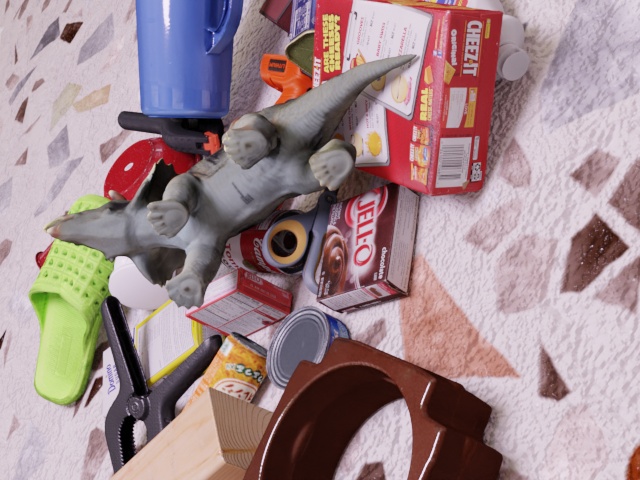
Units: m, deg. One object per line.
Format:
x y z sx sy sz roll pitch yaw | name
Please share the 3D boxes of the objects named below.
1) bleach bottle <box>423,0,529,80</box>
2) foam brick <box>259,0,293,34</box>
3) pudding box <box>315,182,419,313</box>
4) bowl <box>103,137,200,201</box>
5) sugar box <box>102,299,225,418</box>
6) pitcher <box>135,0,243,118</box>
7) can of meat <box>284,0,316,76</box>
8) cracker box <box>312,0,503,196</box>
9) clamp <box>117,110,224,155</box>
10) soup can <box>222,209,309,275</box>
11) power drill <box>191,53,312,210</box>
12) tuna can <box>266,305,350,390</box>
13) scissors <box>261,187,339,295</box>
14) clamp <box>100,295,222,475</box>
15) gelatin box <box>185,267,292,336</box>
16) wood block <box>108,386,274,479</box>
0.134 -0.230 1.059 0.103 0.068 0.251 -53 38 14 | bleach bottle
-0.022 -0.265 1.261 0.051 0.078 0.053 -55 38 6 | foam brick
0.046 0.007 1.022 0.090 0.039 0.113 -20 52 42 | pudding box
-0.232 -0.079 1.390 0.162 0.055 0.162 -29 40 27 | bowl
-0.180 0.129 1.210 0.176 0.048 0.093 -38 43 33 | sugar box
-0.155 -0.269 1.277 0.149 0.145 0.243 -76 -13 -83 | pitcher
0.012 -0.223 1.170 0.058 0.102 0.084 -28 45 38 | can of meat
0.074 -0.146 1.016 0.214 0.072 0.164 26 117 55 | cracker box
-0.186 -0.147 1.371 0.120 0.039 0.172 -24 34 -15 | clamp
-0.057 0.001 1.128 0.102 0.068 0.068 1 67 52 | soup can
-0.072 -0.123 1.245 0.185 0.057 0.187 20 84 54 | power drill
-0.011 0.108 1.027 0.086 0.033 0.086 -30 45 36 | tuna can
-0.011 -0.038 1.087 0.016 0.096 0.201 131 146 -53 | scissors
-0.195 0.169 1.153 0.165 0.036 0.210 24 103 31 | clamp
-0.085 0.066 1.113 0.089 0.073 0.030 -28 47 37 | gelatin box
-0.133 0.248 1.032 0.206 0.090 0.090 -43 40 22 | wood block
